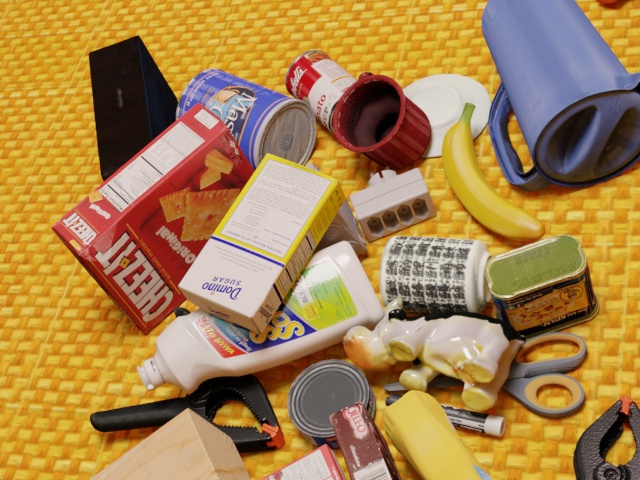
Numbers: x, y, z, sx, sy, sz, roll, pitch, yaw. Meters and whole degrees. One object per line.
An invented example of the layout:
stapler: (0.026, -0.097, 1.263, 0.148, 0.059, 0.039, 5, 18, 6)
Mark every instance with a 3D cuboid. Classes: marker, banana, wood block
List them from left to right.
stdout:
wood block: (-0.171, 0.266, 1.014, 0.206, 0.090, 0.090, -36, 51, 4)
marker: (0.119, 0.168, 1.036, 0.121, 0.020, 0.020, 9, 59, 27)
banana: (0.176, -0.062, 1.157, 0.037, 0.070, 0.198, 2, 48, -33)

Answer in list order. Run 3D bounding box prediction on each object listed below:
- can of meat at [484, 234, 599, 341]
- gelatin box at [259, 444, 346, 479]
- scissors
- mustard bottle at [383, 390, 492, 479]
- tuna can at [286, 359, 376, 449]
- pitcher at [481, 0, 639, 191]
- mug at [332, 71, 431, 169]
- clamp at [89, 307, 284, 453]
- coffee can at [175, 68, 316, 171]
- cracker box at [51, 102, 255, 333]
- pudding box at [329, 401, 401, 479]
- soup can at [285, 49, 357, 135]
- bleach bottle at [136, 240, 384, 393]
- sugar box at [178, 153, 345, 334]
can of meat: (0.215, 0.047, 1.045, 0.102, 0.084, 0.057, -20, 51, 7)
gelatin box: (-0.015, 0.250, 1.022, 0.089, 0.030, 0.073, -29, 51, 2)
scissors: (0.166, 0.147, 1.035, 0.202, 0.016, 0.096, -21, 51, 6)
mustard bottle: (0.130, 0.224, 0.941, 0.058, 0.096, 0.192, -35, 51, -3)
tuna can: (0.012, 0.165, 1.071, 0.086, 0.033, 0.086, -11, 52, 14)
pitcher: (0.253, -0.177, 1.176, 0.149, 0.145, 0.243, -12, 47, -3)
mug: (0.071, -0.141, 1.224, 0.093, 0.081, 0.117, -30, 59, 22)
clamp: (-0.122, 0.158, 1.126, 0.210, 0.036, 0.164, 15, 60, 26)
coffee can: (-0.090, -0.140, 1.288, 0.140, 0.102, 0.102, 26, 68, 34)
cracker box: (-0.165, -0.022, 1.192, 0.213, 0.164, 0.072, -42, 50, -12)
pudding box: (0.052, 0.217, 0.981, 0.039, 0.090, 0.113, -24, 51, 5)
soup can: (0.012, -0.178, 1.299, 0.068, 0.068, 0.102, -37, 51, -7)
bleach bottle: (-0.065, 0.095, 1.099, 0.250, 0.068, 0.102, -25, 78, -5)
sugar box: (-0.057, 0.001, 1.085, 0.093, 0.048, 0.176, 22, 68, 26)
